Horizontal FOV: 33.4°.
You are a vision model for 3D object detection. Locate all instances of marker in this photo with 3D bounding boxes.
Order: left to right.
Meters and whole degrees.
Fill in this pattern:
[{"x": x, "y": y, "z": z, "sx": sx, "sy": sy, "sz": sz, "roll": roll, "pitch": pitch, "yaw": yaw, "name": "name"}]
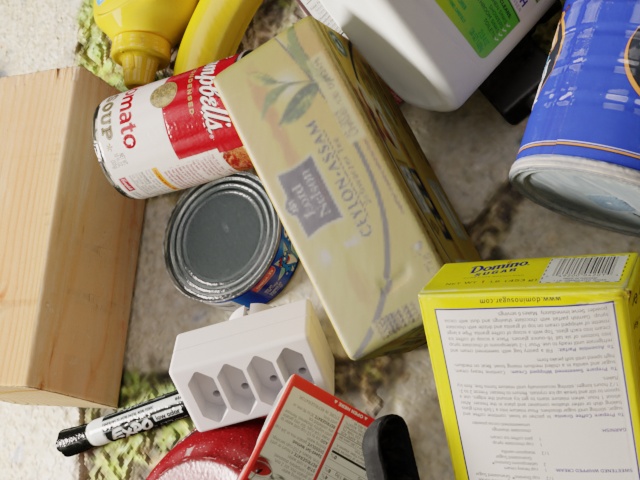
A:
[{"x": -0.119, "y": 0.114, "z": 0.676, "sx": 0.121, "sy": 0.020, "sz": 0.020, "roll": -22, "pitch": 65, "yaw": 22, "name": "marker"}]

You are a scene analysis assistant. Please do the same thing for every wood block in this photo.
[{"x": -0.181, "y": 0.001, "z": 0.706, "sx": 0.091, "sy": 0.090, "sz": 0.206, "roll": -3, "pitch": 73, "yaw": 28, "name": "wood block"}]

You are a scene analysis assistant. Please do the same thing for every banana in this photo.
[{"x": -0.058, "y": -0.139, "z": 0.714, "sx": 0.070, "sy": 0.037, "sz": 0.198, "roll": 16, "pitch": 84, "yaw": 22, "name": "banana"}]

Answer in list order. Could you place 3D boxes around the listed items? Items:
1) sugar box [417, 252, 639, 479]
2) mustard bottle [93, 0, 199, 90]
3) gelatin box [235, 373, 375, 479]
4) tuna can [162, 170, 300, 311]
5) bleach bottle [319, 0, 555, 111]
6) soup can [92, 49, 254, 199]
[{"x": 0.108, "y": 0.096, "z": 0.487, "sx": 0.093, "sy": 0.048, "sz": 0.176, "roll": -3, "pitch": 110, "yaw": 28, "name": "sugar box"}, {"x": -0.120, "y": -0.196, "z": 0.752, "sx": 0.096, "sy": 0.058, "sz": 0.191, "roll": -11, "pitch": 69, "yaw": 41, "name": "mustard bottle"}, {"x": -0.004, "y": 0.127, "z": 0.561, "sx": 0.073, "sy": 0.030, "sz": 0.089, "roll": 29, "pitch": 58, "yaw": -2, "name": "gelatin box"}, {"x": -0.054, "y": 0.001, "z": 0.668, "sx": 0.086, "sy": 0.033, "sz": 0.086, "roll": -10, "pitch": 70, "yaw": 27, "name": "tuna can"}, {"x": 0.114, "y": -0.190, "z": 0.579, "sx": 0.250, "sy": 0.102, "sz": 0.068, "roll": -49, "pitch": 28, "yaw": -11, "name": "bleach bottle"}, {"x": -0.078, "y": -0.069, "z": 0.648, "sx": 0.102, "sy": 0.068, "sz": 0.068, "roll": -14, "pitch": 68, "yaw": 21, "name": "soup can"}]
